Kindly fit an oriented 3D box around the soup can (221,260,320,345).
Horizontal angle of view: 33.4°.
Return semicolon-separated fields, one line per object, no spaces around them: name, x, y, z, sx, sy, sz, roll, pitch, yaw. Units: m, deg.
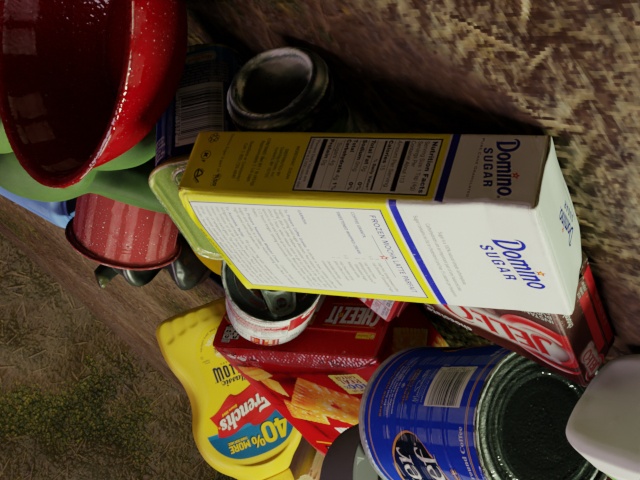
soup can;-0.034;0.032;0.735;0.068;0.068;0.102;37;166;6

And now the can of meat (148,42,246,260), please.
can of meat;-0.057;-0.051;0.611;0.057;0.084;0.102;-11;148;11

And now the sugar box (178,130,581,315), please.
sugar box;0.029;-0.010;0.508;0.176;0.048;0.093;2;149;24

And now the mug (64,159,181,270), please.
mug;-0.143;-0.039;0.843;0.093;0.117;0.082;23;118;13

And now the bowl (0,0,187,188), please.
bowl;-0.117;-0.108;0.562;0.055;0.162;0.162;-2;-164;-39

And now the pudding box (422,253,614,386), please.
pudding box;0.096;0.025;0.575;0.114;0.039;0.090;28;162;37

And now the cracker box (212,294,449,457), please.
cracker box;0.038;0.122;0.859;0.164;0.072;0.213;0;142;39

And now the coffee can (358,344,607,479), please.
coffee can;0.102;0.117;0.679;0.102;0.102;0.141;43;158;-15

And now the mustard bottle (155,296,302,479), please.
mustard bottle;-0.069;0.146;0.932;0.058;0.096;0.191;143;106;-74
